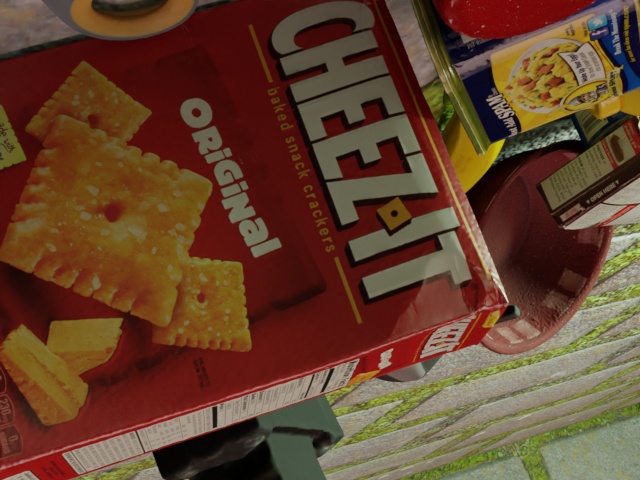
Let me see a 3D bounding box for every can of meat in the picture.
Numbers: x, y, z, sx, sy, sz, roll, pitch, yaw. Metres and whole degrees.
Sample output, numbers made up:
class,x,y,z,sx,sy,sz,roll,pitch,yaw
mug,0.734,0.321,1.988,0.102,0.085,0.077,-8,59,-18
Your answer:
class,x,y,z,sx,sy,sz,roll,pitch,yaw
can of meat,0.091,-0.088,0.451,0.084,0.057,0.102,-20,158,13

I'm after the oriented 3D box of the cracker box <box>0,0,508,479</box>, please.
class,x,y,z,sx,sy,sz,roll,pitch,yaw
cracker box,-0.053,-0.007,0.445,0.213,0.164,0.072,-17,164,-10

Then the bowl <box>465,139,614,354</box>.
class,x,y,z,sx,sy,sz,roll,pitch,yaw
bowl,0.142,-0.002,0.768,0.161,0.055,0.162,-19,122,-34
